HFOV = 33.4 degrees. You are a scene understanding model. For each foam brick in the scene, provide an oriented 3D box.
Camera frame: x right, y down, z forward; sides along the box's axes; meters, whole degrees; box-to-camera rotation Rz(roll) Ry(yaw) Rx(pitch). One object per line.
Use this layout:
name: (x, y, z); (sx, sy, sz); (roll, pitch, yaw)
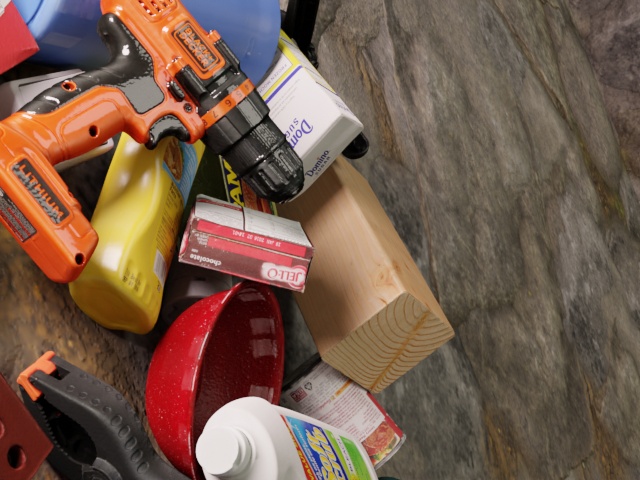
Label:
foam brick: (-0.198, 0.109, 0.592); (0.078, 0.051, 0.053); (59, 29, -20)

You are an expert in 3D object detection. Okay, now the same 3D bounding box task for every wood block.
wood block: (0.023, 0.018, 0.938); (0.090, 0.091, 0.206); (39, 17, -45)

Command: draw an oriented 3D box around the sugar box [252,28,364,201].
sugar box: (-0.048, -0.124, 0.907); (0.176, 0.093, 0.048); (53, 18, 28)

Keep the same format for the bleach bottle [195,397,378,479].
bleach bottle: (-0.021, 0.170, 0.753); (0.250, 0.068, 0.102); (43, 25, -65)

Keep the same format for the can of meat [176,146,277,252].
can of meat: (-0.079, -0.023, 0.897); (0.083, 0.058, 0.102); (15, 59, -60)

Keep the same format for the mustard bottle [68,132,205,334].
mustard bottle: (-0.122, -0.037, 0.760); (0.096, 0.058, 0.191); (79, 22, -63)

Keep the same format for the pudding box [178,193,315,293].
pudding box: (-0.055, 0.001, 0.782); (0.113, 0.090, 0.039); (-114, -139, -77)

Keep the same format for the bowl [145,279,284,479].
bowl: (-0.080, 0.104, 0.771); (0.162, 0.055, 0.162); (7, 90, -70)

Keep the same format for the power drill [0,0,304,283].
power drill: (-0.116, -0.059, 0.679); (0.184, 0.057, 0.187); (50, 59, -8)

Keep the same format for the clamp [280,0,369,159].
clamp: (-0.018, -0.157, 0.990); (0.210, 0.036, 0.164); (21, -49, 69)

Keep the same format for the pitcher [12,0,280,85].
pitcher: (-0.144, -0.188, 0.801); (0.242, 0.145, 0.149); (-2, 75, -59)

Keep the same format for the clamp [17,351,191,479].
clamp: (-0.130, 0.149, 0.667); (0.171, 0.120, 0.039); (47, 32, 2)

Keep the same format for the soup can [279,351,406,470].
soup can: (0.015, 0.149, 0.913); (0.102, 0.069, 0.068); (51, 28, 0)
